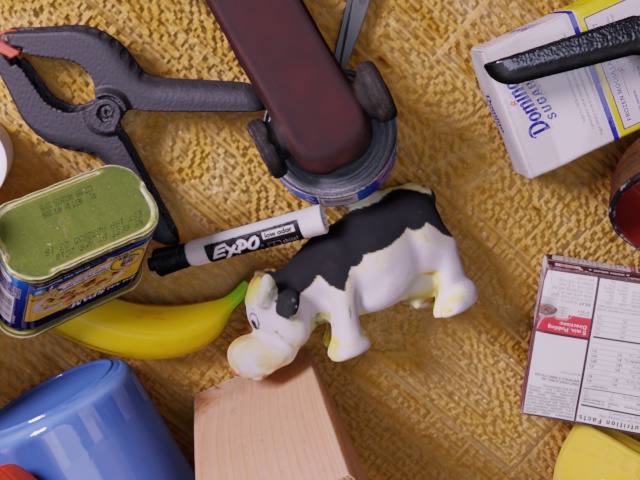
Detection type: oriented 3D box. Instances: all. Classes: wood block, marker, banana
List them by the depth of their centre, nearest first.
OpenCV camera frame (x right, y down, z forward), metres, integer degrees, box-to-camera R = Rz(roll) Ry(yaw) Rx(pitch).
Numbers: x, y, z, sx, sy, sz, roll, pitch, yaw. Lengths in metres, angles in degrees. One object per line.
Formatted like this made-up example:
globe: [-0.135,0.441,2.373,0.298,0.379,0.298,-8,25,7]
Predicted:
wood block: [-0.020,0.153,0.657,0.091,0.206,0.090,-25,105,-1]
marker: [-0.054,0.001,0.683,0.121,0.020,0.020,-15,105,13]
banana: [-0.146,0.038,0.705,0.197,0.037,0.069,16,71,-14]

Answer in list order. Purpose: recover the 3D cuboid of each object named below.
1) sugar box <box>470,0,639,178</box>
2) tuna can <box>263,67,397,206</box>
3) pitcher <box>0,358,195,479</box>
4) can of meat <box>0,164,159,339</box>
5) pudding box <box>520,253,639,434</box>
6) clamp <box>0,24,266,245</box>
sugar box: [0.196,-0.119,0.705,0.176,0.048,0.093,-23,103,1]
tuna can: [0.007,-0.065,0.683,0.086,0.033,0.086,-1,80,5]
pitcher: [-0.131,0.208,0.705,0.149,0.145,0.243,-28,101,-13]
can of meat: [-0.152,0.006,0.643,0.101,0.084,0.057,-26,76,-28]
pudding box: [0.191,0.072,0.739,0.090,0.039,0.113,9,104,11]
clamp: [-0.123,-0.089,0.675,0.171,0.039,0.120,40,95,-18]
